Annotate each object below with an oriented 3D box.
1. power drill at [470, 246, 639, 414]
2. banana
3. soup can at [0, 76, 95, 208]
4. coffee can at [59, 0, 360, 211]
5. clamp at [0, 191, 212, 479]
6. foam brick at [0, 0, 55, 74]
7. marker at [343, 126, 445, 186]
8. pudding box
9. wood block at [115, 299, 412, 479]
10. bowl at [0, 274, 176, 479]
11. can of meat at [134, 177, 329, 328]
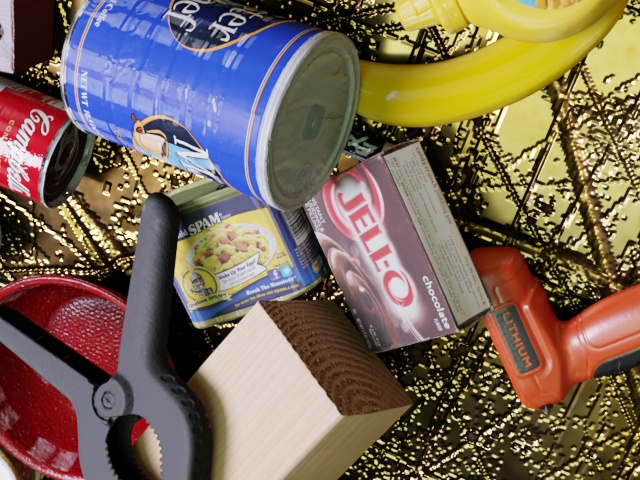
[{"bbox_3d":[0.185,0.012,0.624,0.188,0.057,0.184,-20,100,22],"label":"power drill"},{"bbox_3d":[0.088,-0.105,0.618,0.198,0.037,0.069,-10,107,19],"label":"banana"},{"bbox_3d":[-0.208,-0.071,0.697,0.102,0.068,0.069,23,114,7],"label":"soup can"},{"bbox_3d":[-0.062,-0.088,0.614,0.140,0.102,0.103,22,115,22],"label":"coffee can"},{"bbox_3d":[-0.113,0.086,0.647,0.165,0.036,0.210,-39,70,24],"label":"clamp"},{"bbox_3d":[-0.216,-0.142,0.681,0.078,0.051,0.053,12,113,11],"label":"foam brick"},{"bbox_3d":[0.021,-0.061,0.663,0.121,0.020,0.020,24,115,6],"label":"marker"},{"bbox_3d":[0.044,0.006,0.640,0.090,0.039,0.113,-24,93,56],"label":"pudding box"},{"bbox_3d":[-0.052,0.140,0.680,0.206,0.090,0.091,-49,64,21],"label":"wood block"},{"bbox_3d":[-0.165,0.090,0.752,0.162,0.055,0.162,5,111,14],"label":"bowl"},{"bbox_3d":[-0.054,0.001,0.687,0.102,0.057,0.084,-19,106,21],"label":"can of meat"}]
